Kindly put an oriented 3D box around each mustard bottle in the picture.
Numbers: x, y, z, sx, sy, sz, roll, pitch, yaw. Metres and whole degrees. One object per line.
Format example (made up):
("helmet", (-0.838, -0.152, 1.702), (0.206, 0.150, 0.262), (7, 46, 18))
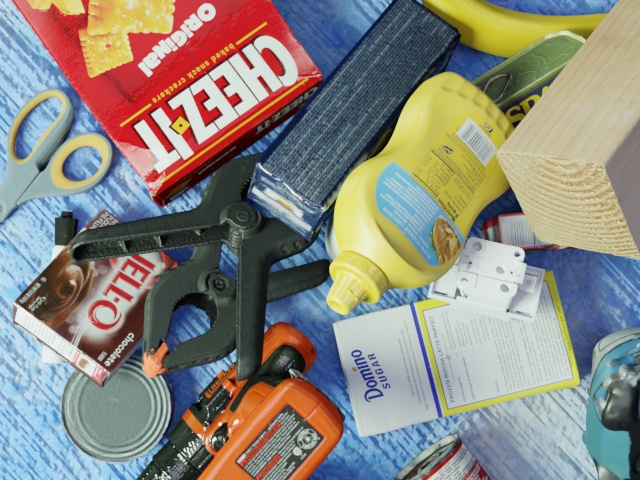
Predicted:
("mustard bottle", (0.064, -0.024, 0.750), (0.096, 0.058, 0.191), (47, 63, -18))

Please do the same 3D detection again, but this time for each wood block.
("wood block", (0.228, -0.096, 0.763), (0.206, 0.090, 0.090), (-50, 127, -22))

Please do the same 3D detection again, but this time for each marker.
("marker", (-0.207, 0.037, 0.850), (0.020, 0.020, 0.121), (4, 86, 0))

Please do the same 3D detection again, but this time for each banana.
("banana", (0.159, -0.174, 0.846), (0.197, 0.070, 0.037), (16, 52, -9))

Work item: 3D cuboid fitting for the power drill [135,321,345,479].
("power drill", (-0.062, 0.143, 0.762), (0.057, 0.188, 0.184), (42, 84, -13))

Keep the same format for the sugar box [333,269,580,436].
("sugar box", (0.105, 0.089, 0.835), (0.176, 0.048, 0.093), (-13, 81, 2))

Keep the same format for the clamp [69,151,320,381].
("clamp", (-0.055, 0.001, 0.795), (0.165, 0.036, 0.209), (41, 56, 16))

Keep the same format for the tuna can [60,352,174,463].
("tuna can", (-0.158, 0.129, 0.837), (0.086, 0.034, 0.086), (0, 86, 0))

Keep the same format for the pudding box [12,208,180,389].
("pudding box", (-0.166, 0.043, 0.818), (0.090, 0.039, 0.113), (35, 57, 3))

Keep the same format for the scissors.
("scissors", (-0.237, -0.023, 0.857), (0.096, 0.016, 0.202), (24, 86, 1))

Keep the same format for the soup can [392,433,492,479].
("soup can", (0.109, 0.208, 0.815), (0.068, 0.068, 0.102), (-38, 87, -3))

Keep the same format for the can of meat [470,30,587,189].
("can of meat", (0.170, -0.099, 0.828), (0.102, 0.057, 0.084), (-32, 119, -2))

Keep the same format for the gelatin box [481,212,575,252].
("gelatin box", (0.176, -0.006, 0.828), (0.089, 0.073, 0.030), (-4, 87, -1))

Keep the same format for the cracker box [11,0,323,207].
("cracker box", (-0.124, -0.161, 0.838), (0.164, 0.072, 0.214), (-36, 87, -3))

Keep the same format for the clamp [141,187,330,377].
("clamp", (-0.084, 0.030, 0.816), (0.120, 0.039, 0.171), (42, 55, 12))
